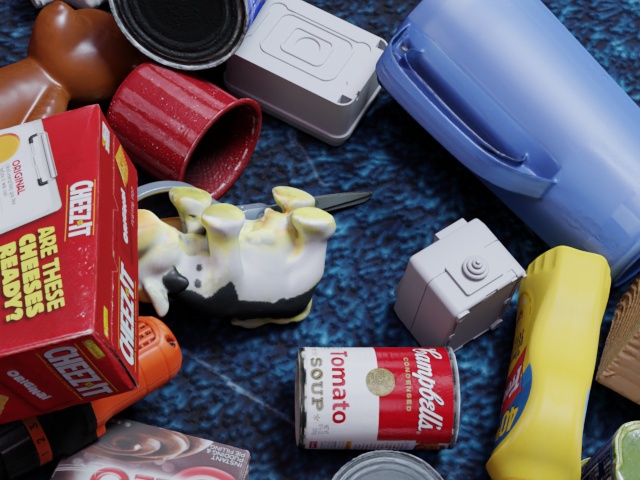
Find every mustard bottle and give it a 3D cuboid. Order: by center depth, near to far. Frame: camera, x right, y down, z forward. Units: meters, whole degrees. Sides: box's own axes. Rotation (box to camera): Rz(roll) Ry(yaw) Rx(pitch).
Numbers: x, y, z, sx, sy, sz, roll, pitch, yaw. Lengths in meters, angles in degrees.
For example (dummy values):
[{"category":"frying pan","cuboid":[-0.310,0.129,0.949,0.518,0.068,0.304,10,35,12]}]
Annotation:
[{"category":"mustard bottle","cuboid":[0.146,0.106,0.694,0.058,0.096,0.191,16,60,2]}]

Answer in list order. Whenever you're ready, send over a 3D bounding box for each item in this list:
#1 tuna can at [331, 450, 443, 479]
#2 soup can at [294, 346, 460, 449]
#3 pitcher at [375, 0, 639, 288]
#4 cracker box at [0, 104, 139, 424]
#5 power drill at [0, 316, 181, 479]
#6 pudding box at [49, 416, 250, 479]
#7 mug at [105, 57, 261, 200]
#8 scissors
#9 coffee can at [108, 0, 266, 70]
[{"category":"tuna can","cuboid":[0.042,0.180,0.679,0.086,0.034,0.086,2,60,-4]},{"category":"soup can","cuboid":[0.035,0.103,0.703,0.102,0.068,0.068,1,60,-4]},{"category":"pitcher","cuboid":[0.158,-0.080,0.783,0.149,0.145,0.243,-39,72,-5]},{"category":"cracker box","cuboid":[-0.213,0.027,0.610,0.214,0.072,0.164,-14,52,8]},{"category":"power drill","cuboid":[-0.209,0.068,0.677,0.184,0.057,0.188,-29,53,-30]},{"category":"pudding box","cuboid":[-0.107,0.158,0.656,0.113,0.039,0.090,12,32,3]},{"category":"mug","cuboid":[-0.097,-0.086,0.794,0.081,0.093,0.117,34,33,19]},{"category":"scissors","cuboid":[-0.055,0.001,0.774,0.201,0.096,0.016,5,18,-32]},{"category":"coffee can","cuboid":[-0.082,-0.204,0.780,0.103,0.103,0.140,16,42,4]}]
